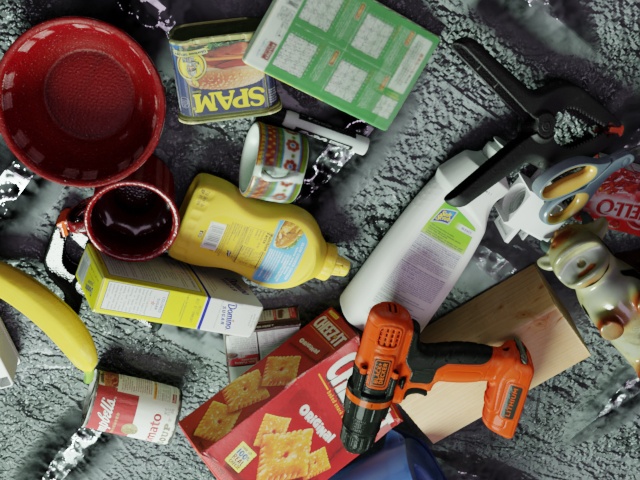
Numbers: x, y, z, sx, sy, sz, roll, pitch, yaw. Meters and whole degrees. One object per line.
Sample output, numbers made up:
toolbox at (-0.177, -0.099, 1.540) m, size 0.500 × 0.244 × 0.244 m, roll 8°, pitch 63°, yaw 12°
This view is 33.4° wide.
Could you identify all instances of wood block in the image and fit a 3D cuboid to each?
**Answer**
wood block at (0.186, 0.129, 1.216) m, size 0.206 × 0.090 × 0.090 m, roll -33°, pitch 119°, yaw 13°

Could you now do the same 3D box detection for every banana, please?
banana at (-0.302, 0.077, 1.133) m, size 0.070 × 0.037 × 0.197 m, roll -36°, pitch 103°, yaw 32°

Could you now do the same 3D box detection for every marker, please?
marker at (-0.008, -0.115, 1.087) m, size 0.121 × 0.020 × 0.020 m, roll 18°, pitch 118°, yaw -16°

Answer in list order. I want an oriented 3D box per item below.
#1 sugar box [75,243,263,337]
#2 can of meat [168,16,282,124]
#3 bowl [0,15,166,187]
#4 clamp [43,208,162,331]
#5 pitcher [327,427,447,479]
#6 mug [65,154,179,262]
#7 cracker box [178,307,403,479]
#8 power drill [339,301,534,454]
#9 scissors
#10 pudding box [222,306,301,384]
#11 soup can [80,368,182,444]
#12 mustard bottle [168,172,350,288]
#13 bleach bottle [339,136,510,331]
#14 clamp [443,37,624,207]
sugar box at (-0.157, 0.053, 1.108) m, size 0.176 × 0.093 × 0.048 m, roll 15°, pitch 106°, yaw -28°
can of meat at (-0.092, -0.165, 1.026) m, size 0.102 × 0.057 × 0.084 m, roll -7°, pitch 119°, yaw -3°
bowl at (-0.225, -0.134, 1.018) m, size 0.162 × 0.055 × 0.162 m, roll 0°, pitch 107°, yaw -1°
clamp at (-0.257, 0.048, 1.151) m, size 0.120 × 0.039 × 0.171 m, roll -23°, pitch 118°, yaw 2°
pitcher at (0.038, 0.345, 1.261) m, size 0.243 × 0.149 × 0.145 m, roll -28°, pitch 122°, yaw 16°
mug at (-0.200, -0.035, 1.079) m, size 0.117 × 0.081 × 0.093 m, roll -16°, pitch 122°, yaw 4°
cracker box at (-0.028, 0.203, 1.196) m, size 0.213 × 0.072 × 0.164 m, roll -36°, pitch 130°, yaw -10°
power drill at (0.121, 0.161, 1.141) m, size 0.187 × 0.057 × 0.184 m, roll 9°, pitch 117°, yaw -8°
scissors at (0.303, -0.070, 1.108) m, size 0.201 × 0.016 × 0.096 m, roll -17°, pitch 142°, yaw -20°
pudding box at (-0.064, 0.134, 1.223) m, size 0.090 × 0.039 × 0.113 m, roll -7°, pitch 125°, yaw -5°
soup can at (-0.216, 0.191, 1.225) m, size 0.102 × 0.068 × 0.069 m, roll 16°, pitch 118°, yaw -16°
mustard bottle at (-0.057, 0.001, 1.130) m, size 0.191 × 0.058 × 0.096 m, roll 19°, pitch 116°, yaw -16°
bleach bottle at (0.128, -0.001, 1.148) m, size 0.102 × 0.068 × 0.251 m, roll 27°, pitch 113°, yaw -23°
clamp at (0.212, -0.105, 1.075) m, size 0.209 × 0.036 × 0.164 m, roll 7°, pitch 94°, yaw -25°
